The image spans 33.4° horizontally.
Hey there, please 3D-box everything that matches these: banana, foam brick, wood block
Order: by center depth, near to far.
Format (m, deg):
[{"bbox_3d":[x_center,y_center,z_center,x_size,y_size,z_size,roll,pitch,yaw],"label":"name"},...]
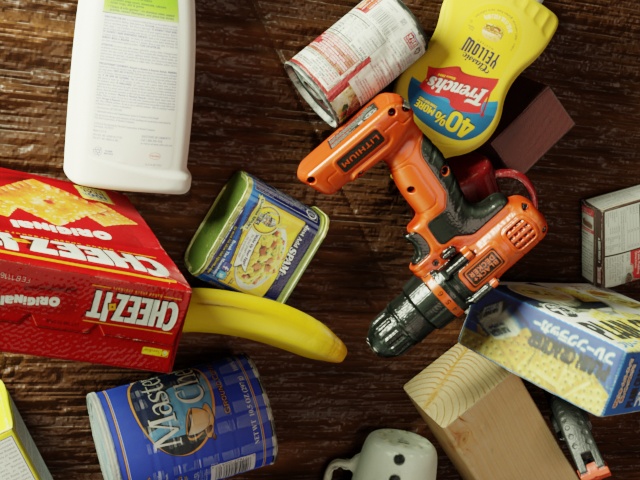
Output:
[{"bbox_3d":[-0.075,0.070,0.899,0.198,0.037,0.069,4,145,4],"label":"banana"},{"bbox_3d":[0.181,-0.103,0.976,0.078,0.053,0.051,-44,119,-2],"label":"foam brick"},{"bbox_3d":[0.180,0.208,1.070,0.090,0.090,0.206,-37,118,-7],"label":"wood block"}]

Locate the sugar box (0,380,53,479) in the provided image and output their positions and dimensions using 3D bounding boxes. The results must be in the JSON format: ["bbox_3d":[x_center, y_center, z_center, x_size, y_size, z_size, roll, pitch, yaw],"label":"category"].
[{"bbox_3d":[-0.246,0.211,0.890,0.048,0.093,0.176,-22,116,-13],"label":"sugar box"}]

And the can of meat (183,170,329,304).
[{"bbox_3d":[-0.056,0.001,0.913,0.083,0.057,0.102,28,97,-27],"label":"can of meat"}]

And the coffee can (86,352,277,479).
[{"bbox_3d":[-0.120,0.163,0.919,0.140,0.103,0.103,-14,114,-18],"label":"coffee can"}]

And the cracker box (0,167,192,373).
[{"bbox_3d":[-0.200,0.011,0.765,0.164,0.214,0.072,11,104,-26],"label":"cracker box"}]

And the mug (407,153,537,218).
[{"bbox_3d":[0.136,-0.029,0.957,0.117,0.093,0.081,-15,113,17],"label":"mug"}]

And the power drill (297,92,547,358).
[{"bbox_3d":[0.069,-0.013,0.887,0.184,0.057,0.187,-42,108,6],"label":"power drill"}]

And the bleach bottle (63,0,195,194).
[{"bbox_3d":[-0.134,-0.165,0.816,0.102,0.068,0.251,4,105,-24],"label":"bleach bottle"}]

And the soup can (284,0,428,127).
[{"bbox_3d":[0.030,-0.152,0.885,0.102,0.069,0.068,-40,119,-5],"label":"soup can"}]

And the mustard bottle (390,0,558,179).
[{"bbox_3d":[0.117,-0.133,0.930,0.096,0.058,0.192,30,97,-6],"label":"mustard bottle"}]

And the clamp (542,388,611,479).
[{"bbox_3d":[0.249,0.183,1.056,0.039,0.171,0.120,-27,126,13],"label":"clamp"}]
